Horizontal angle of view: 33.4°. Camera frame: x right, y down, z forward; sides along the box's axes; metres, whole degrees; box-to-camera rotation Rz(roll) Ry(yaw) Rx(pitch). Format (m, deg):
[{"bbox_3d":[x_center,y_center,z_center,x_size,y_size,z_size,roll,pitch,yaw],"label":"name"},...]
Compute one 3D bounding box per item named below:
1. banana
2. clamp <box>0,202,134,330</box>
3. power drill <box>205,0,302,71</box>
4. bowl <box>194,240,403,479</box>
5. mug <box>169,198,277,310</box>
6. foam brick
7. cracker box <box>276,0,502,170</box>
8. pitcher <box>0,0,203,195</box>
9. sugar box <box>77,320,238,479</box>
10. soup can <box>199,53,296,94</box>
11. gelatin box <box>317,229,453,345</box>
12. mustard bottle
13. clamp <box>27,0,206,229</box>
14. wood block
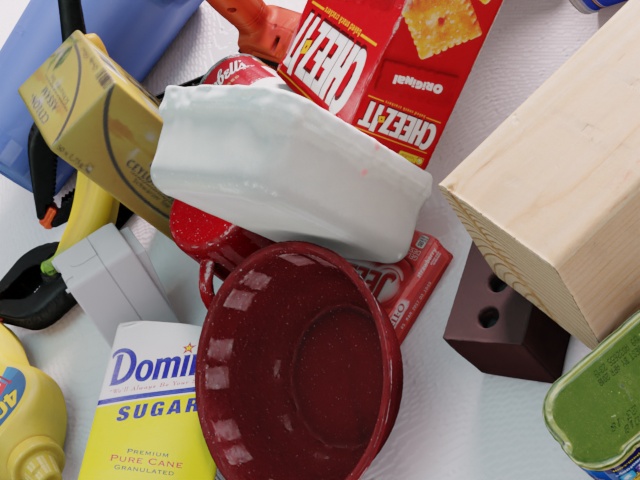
[{"bbox_3d":[-0.180,-0.062,0.848,0.037,0.069,0.198,2,76,9],"label":"banana"},{"bbox_3d":[-0.208,0.018,0.892,0.172,0.039,0.120,-17,45,21],"label":"clamp"},{"bbox_3d":[-0.060,-0.196,0.809,0.057,0.187,0.185,-53,42,-6],"label":"power drill"},{"bbox_3d":[-0.004,0.082,0.646,0.162,0.055,0.162,-7,80,43],"label":"bowl"},{"bbox_3d":[-0.055,0.001,0.746,0.093,0.081,0.117,-1,62,39],"label":"mug"},{"bbox_3d":[0.112,0.034,0.609,0.053,0.051,0.078,1,63,40],"label":"foam brick"},{"bbox_3d":[0.056,-0.176,0.698,0.214,0.072,0.164,-65,25,15],"label":"cracker box"},{"bbox_3d":[-0.228,-0.168,0.975,0.243,0.145,0.149,-56,0,-3],"label":"pitcher"},{"bbox_3d":[-0.105,0.140,0.698,0.093,0.048,0.176,2,64,12],"label":"sugar box"},{"bbox_3d":[-0.042,-0.093,0.810,0.068,0.068,0.102,-49,44,0],"label":"soup can"},{"bbox_3d":[0.033,0.022,0.698,0.089,0.030,0.073,25,79,46],"label":"gelatin box"},{"bbox_3d":[-0.247,0.137,0.826,0.096,0.058,0.192,-52,44,-5],"label":"mustard bottle"},{"bbox_3d":[-0.175,-0.099,0.903,0.210,0.164,0.036,-65,16,13],"label":"clamp"},{"bbox_3d":[0.173,-0.055,0.531,0.206,0.090,0.090,-44,45,-4],"label":"wood block"}]
